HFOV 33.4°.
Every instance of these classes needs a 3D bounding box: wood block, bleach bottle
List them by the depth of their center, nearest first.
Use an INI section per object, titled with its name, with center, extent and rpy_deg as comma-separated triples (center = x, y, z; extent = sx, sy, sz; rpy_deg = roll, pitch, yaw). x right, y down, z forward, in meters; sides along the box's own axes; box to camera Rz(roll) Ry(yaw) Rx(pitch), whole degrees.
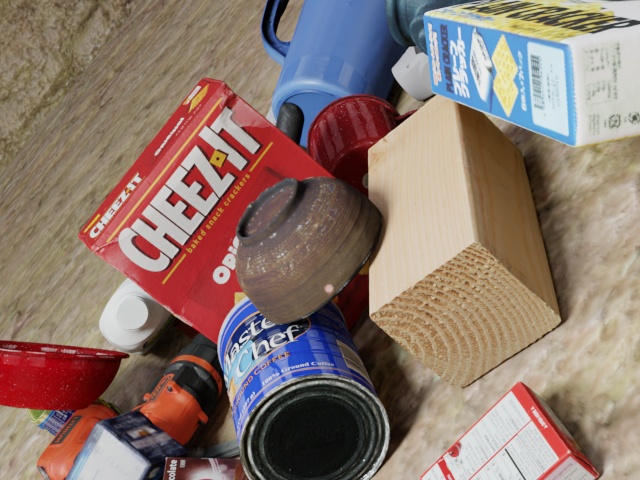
[wood block]
center = 0.095, -0.009, 0.756
extent = 0.091, 0.090, 0.206
rpy_deg = -39, 25, 25
[bleach bottle]
center = -0.183, 0.073, 1.061
extent = 0.102, 0.068, 0.251
rpy_deg = -51, 4, -4

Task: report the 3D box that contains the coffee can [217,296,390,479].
[coffee can]
center = -0.016, 0.106, 0.767
extent = 0.103, 0.102, 0.140
rpy_deg = -46, 24, 10

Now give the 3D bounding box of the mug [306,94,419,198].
[mug]
center = 0.049, -0.077, 0.950
extent = 0.117, 0.093, 0.081
rpy_deg = -27, 33, 8

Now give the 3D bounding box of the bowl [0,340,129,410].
[bowl]
center = -0.262, 0.126, 1.001
extent = 0.162, 0.161, 0.055
rpy_deg = -1, 83, 61

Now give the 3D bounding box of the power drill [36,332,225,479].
[power drill]
center = -0.166, 0.159, 0.983
extent = 0.188, 0.057, 0.184
rpy_deg = -31, 16, 37

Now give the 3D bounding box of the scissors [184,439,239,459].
[scissors]
center = -0.119, 0.203, 0.913
extent = 0.202, 0.016, 0.096
rpy_deg = -12, 41, 57

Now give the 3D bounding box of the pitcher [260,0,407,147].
[pitcher]
center = 0.021, -0.214, 1.135
extent = 0.149, 0.145, 0.242
rpy_deg = -26, 36, 47

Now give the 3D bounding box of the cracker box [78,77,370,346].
[cracker box]
center = -0.056, 0.001, 0.852
extent = 0.164, 0.213, 0.072
rpy_deg = -53, 23, -6

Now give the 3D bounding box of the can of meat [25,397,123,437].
[can of meat]
center = -0.256, 0.180, 1.109
extent = 0.057, 0.084, 0.102
rpy_deg = -54, 23, -8

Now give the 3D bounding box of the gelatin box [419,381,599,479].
[gelatin box]
center = 0.104, 0.135, 0.603
extent = 0.089, 0.030, 0.073
rpy_deg = -47, 25, 9
